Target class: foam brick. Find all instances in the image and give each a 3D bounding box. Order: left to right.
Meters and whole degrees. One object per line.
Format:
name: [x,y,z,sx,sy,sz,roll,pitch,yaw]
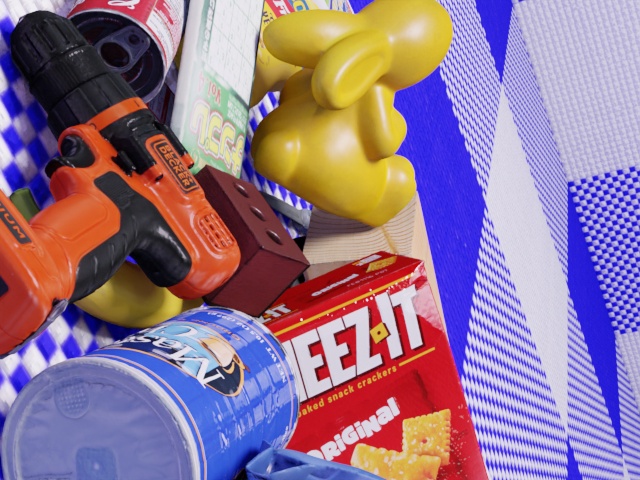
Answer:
foam brick: [-0.054,0.001,0.657,0.052,0.051,0.078,20,27,-53]

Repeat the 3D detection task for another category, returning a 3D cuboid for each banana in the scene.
banana: [-0.107,0.020,0.634,0.197,0.037,0.069,26,53,-64]

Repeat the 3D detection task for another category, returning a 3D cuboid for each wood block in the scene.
wood block: [0.054,0.071,0.899,0.090,0.090,0.206,-77,157,-53]

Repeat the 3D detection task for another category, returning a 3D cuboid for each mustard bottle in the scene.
mustard bottle: [-0.046,-0.164,0.848,0.191,0.058,0.096,-39,114,-60]

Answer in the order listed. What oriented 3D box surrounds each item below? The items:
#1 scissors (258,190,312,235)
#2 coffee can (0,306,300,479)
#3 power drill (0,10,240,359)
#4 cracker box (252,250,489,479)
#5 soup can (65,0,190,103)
scissors: [-0.007,0.001,0.939,0.201,0.016,0.096,-9,85,-70]
coffee can: [-0.082,0.097,0.556,0.140,0.103,0.103,-20,96,-70]
power drill: [-0.134,-0.033,0.529,0.184,0.057,0.187,53,28,2]
cracker box: [0.019,0.136,0.711,0.072,0.164,0.214,10,-60,65]
soup can: [-0.118,-0.137,0.661,0.102,0.069,0.068,-80,149,-48]
